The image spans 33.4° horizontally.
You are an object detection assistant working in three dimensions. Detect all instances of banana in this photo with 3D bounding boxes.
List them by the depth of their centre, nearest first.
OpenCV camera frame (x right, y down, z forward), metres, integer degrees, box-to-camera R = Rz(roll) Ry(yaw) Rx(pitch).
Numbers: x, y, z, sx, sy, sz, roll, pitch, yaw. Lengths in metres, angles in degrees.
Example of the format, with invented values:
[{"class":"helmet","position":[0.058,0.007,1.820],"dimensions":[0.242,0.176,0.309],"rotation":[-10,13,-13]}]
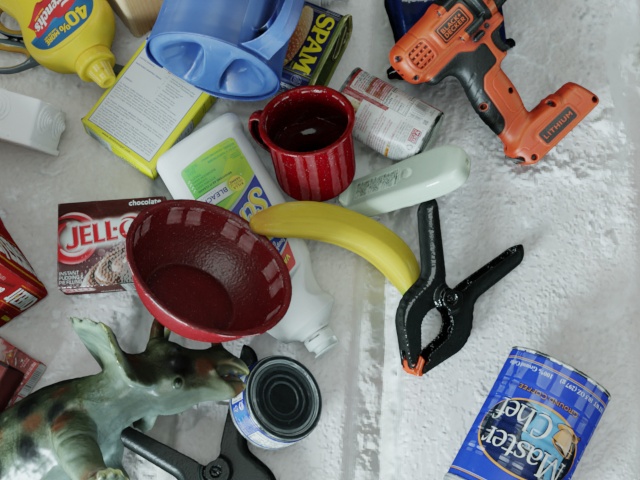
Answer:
[{"class":"banana","position":[0.026,0.002,1.041],"dimensions":[0.197,0.037,0.069],"rotation":[28,55,-17]}]

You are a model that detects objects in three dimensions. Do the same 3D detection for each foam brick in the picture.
[{"class":"foam brick","position":[-0.331,0.128,1.009],"dimensions":[0.078,0.053,0.051],"rotation":[25,77,11]}]

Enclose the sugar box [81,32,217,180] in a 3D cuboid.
[{"class":"sugar box","position":[-0.159,-0.160,1.113],"dimensions":[0.093,0.048,0.176],"rotation":[36,77,4]}]

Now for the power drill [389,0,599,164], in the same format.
[{"class":"power drill","position":[0.188,-0.183,1.061],"dimensions":[0.184,0.057,0.187],"rotation":[-44,101,3]}]

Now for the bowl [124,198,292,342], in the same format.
[{"class":"bowl","position":[-0.109,0.038,0.975],"dimensions":[0.162,0.055,0.162],"rotation":[19,41,-18]}]

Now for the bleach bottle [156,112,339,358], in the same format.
[{"class":"bleach bottle","position":[-0.057,0.001,1.061],"dimensions":[0.102,0.068,0.251],"rotation":[-34,79,-7]}]

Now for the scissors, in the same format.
[{"class":"scissors","position":[-0.276,-0.213,1.148],"dimensions":[0.201,0.016,0.096],"rotation":[0,70,-4]}]

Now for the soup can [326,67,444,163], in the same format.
[{"class":"soup can","position":[0.067,-0.123,1.085],"dimensions":[0.102,0.068,0.068],"rotation":[29,78,9]}]

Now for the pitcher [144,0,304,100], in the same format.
[{"class":"pitcher","position":[-0.068,-0.270,1.039],"dimensions":[0.149,0.145,0.243],"rotation":[13,75,8]}]

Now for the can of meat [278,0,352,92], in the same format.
[{"class":"can of meat","position":[-0.025,-0.201,1.115],"dimensions":[0.084,0.057,0.102],"rotation":[23,77,10]}]

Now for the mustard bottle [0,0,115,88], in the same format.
[{"class":"mustard bottle","position":[-0.268,-0.231,1.106],"dimensions":[0.096,0.058,0.192],"rotation":[-38,71,1]}]

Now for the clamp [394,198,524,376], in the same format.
[{"class":"clamp","position":[0.115,0.046,1.042],"dimensions":[0.120,0.039,0.171],"rotation":[34,77,-8]}]

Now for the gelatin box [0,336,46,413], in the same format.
[{"class":"gelatin box","position":[-0.326,0.141,1.049],"dimensions":[0.073,0.030,0.089],"rotation":[30,78,9]}]

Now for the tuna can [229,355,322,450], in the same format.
[{"class":"tuna can","position":[-0.041,0.153,1.012],"dimensions":[0.086,0.034,0.086],"rotation":[14,61,-27]}]

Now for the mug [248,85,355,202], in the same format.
[{"class":"mug","position":[-0.019,-0.095,1.051],"dimensions":[0.117,0.081,0.093],"rotation":[18,58,21]}]

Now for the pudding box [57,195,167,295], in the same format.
[{"class":"pudding box","position":[-0.207,0.006,1.075],"dimensions":[0.113,0.039,0.090],"rotation":[-4,74,0]}]

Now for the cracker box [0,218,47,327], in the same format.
[{"class":"cracker box","position":[-0.362,-0.032,1.027],"dimensions":[0.072,0.164,0.214],"rotation":[-35,77,-5]}]

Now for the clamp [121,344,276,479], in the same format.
[{"class":"clamp","position":[-0.092,0.212,1.019],"dimensions":[0.164,0.036,0.210],"rotation":[-33,73,-6]}]

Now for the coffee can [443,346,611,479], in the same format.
[{"class":"coffee can","position":[0.190,0.183,0.982],"dimensions":[0.103,0.103,0.140],"rotation":[28,78,9]}]
